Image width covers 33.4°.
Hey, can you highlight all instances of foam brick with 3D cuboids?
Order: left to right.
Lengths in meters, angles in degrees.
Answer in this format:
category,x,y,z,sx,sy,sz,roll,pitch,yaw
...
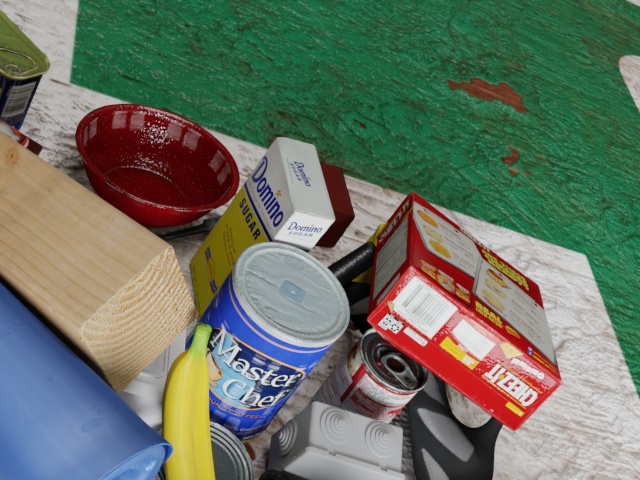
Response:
category,x,y,z,sx,sy,sz,roll,pitch,yaw
foam brick,-0.003,-0.040,1.131,0.051,0.053,0.078,13,43,-27

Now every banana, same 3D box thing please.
category,x,y,z,sx,sy,sz,roll,pitch,yaw
banana,-0.092,0.162,0.769,0.037,0.070,0.198,-1,64,-16

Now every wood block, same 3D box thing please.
category,x,y,z,sx,sy,sz,roll,pitch,yaw
wood block,-0.203,0.012,0.814,0.206,0.091,0.090,31,63,29

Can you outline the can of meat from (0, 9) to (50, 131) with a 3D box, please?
category,x,y,z,sx,sy,sz,roll,pitch,yaw
can of meat,-0.311,-0.157,0.996,0.102,0.084,0.057,44,38,12

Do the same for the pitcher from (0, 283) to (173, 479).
category,x,y,z,sx,sy,sz,roll,pitch,yaw
pitcher,-0.232,0.110,0.731,0.243,0.149,0.145,43,73,15

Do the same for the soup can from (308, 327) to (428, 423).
category,x,y,z,sx,sy,sz,roll,pitch,yaw
soup can,0.040,0.133,0.935,0.068,0.102,0.068,21,39,-18

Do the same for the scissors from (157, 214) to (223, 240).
category,x,y,z,sx,sy,sz,roll,pitch,yaw
scissors,-0.085,-0.012,1.037,0.096,0.016,0.201,15,24,33

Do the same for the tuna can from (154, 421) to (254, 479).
category,x,y,z,sx,sy,sz,roll,pitch,yaw
tuna can,-0.097,0.183,0.832,0.086,0.034,0.086,21,39,-18

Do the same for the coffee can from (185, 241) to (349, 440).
category,x,y,z,sx,sy,sz,roll,pitch,yaw
coffee can,-0.053,0.085,0.884,0.102,0.140,0.103,21,39,-18

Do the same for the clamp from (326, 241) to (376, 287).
category,x,y,z,sx,sy,sz,roll,pitch,yaw
clamp,-0.009,0.048,1.018,0.120,0.039,0.171,-1,43,9

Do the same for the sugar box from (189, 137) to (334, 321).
category,x,y,z,sx,sy,sz,roll,pitch,yaw
sugar box,-0.056,0.001,0.942,0.048,0.176,0.093,12,43,-28

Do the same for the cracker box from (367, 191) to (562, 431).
category,x,y,z,sx,sy,sz,roll,pitch,yaw
cracker box,0.126,0.057,0.972,0.164,0.072,0.213,37,18,-8

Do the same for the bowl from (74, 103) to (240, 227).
category,x,y,z,sx,sy,sz,roll,pitch,yaw
bowl,-0.162,-0.062,1.023,0.162,0.055,0.162,18,36,-14
